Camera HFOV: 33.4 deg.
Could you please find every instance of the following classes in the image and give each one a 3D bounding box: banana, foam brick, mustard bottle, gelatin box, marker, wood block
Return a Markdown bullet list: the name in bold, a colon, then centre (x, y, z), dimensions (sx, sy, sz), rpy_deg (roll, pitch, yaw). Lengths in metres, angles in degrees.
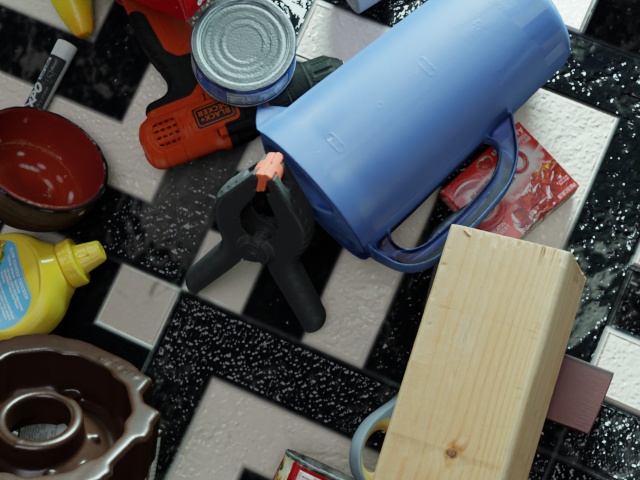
- **banana**: centre (-0.267, -0.255, 0.948), dimensions (0.198, 0.037, 0.070), rpy_deg (33, 102, 11)
- **foam brick**: centre (0.179, 0.114, 0.831), dimensions (0.078, 0.053, 0.051), rpy_deg (21, 83, 9)
- **mustard bottle**: centre (-0.267, 0.047, 0.880), dimensions (0.191, 0.058, 0.096), rpy_deg (-24, 65, 1)
- **gelatin box**: centre (0.153, -0.040, 0.871), dimensions (0.089, 0.030, 0.073), rpy_deg (-41, 79, -3)
- **marker**: centre (-0.247, -0.118, 0.928), dimensions (0.020, 0.020, 0.121), rpy_deg (25, 83, 9)
- **wood block**: centre (0.115, 0.104, 0.769), dimensions (0.091, 0.090, 0.206), rpy_deg (15, 82, 24)

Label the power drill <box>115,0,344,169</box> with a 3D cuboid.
- **power drill**: centre (-0.088, -0.170, 0.903), dimensions (0.184, 0.057, 0.188), rpy_deg (-22, 78, -5)

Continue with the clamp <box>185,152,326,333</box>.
- **clamp**: centre (-0.055, 0.001, 0.832), dimensions (0.120, 0.171, 0.039), rpy_deg (7, 42, 10)

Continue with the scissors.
- **scissors**: centre (0.062, 0.110, 0.837), dimensions (0.096, 0.016, 0.202), rpy_deg (7, 79, -38)

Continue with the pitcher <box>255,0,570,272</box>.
- **pitcher**: centre (0.084, -0.101, 0.841), dimensions (0.242, 0.145, 0.149), rpy_deg (-41, 119, -6)

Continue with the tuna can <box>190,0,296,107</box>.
- **tuna can**: centre (-0.061, -0.153, 0.854), dimensions (0.086, 0.034, 0.086), rpy_deg (1, 77, -3)

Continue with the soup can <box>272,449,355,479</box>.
- **soup can**: centre (-0.017, 0.222, 0.822), dimensions (0.068, 0.068, 0.102), rpy_deg (24, 83, 9)
